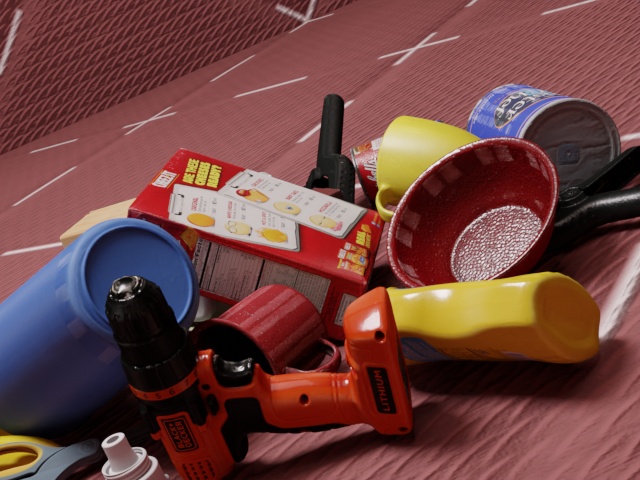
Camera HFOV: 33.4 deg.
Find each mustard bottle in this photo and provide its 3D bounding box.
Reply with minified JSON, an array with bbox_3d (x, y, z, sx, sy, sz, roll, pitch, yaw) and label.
[{"bbox_3d":[0.096,0.060,0.769,0.192,0.058,0.096,-8,-19,42],"label":"mustard bottle"}]

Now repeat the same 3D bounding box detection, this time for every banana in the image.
[{"bbox_3d":[-0.310,0.208,0.920,0.198,0.037,0.070,-26,44,-1],"label":"banana"}]

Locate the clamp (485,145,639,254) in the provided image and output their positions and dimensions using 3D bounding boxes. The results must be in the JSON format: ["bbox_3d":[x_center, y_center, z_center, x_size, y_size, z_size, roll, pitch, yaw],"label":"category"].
[{"bbox_3d":[0.231,-0.026,0.928,0.171,0.039,0.120,-29,15,0],"label":"clamp"}]

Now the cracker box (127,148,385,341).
[{"bbox_3d":[-0.056,0.001,0.973,0.213,0.072,0.164,17,24,2],"label":"cracker box"}]

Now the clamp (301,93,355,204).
[{"bbox_3d":[-0.001,-0.059,1.232,0.165,0.036,0.210,-62,23,27],"label":"clamp"}]

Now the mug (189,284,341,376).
[{"bbox_3d":[-0.037,0.088,0.852,0.117,0.093,0.081,8,28,33],"label":"mug"}]

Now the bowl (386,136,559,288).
[{"bbox_3d":[0.137,-0.009,0.905,0.162,0.055,0.162,-24,43,24],"label":"bowl"}]

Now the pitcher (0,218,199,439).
[{"bbox_3d":[-0.188,0.073,0.887,0.243,0.145,0.149,-35,19,50],"label":"pitcher"}]

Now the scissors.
[{"bbox_3d":[-0.194,0.186,0.859,0.202,0.016,0.096,-9,39,2],"label":"scissors"}]

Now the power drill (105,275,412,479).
[{"bbox_3d":[-0.038,0.086,0.729,0.188,0.184,0.057,-10,37,10],"label":"power drill"}]

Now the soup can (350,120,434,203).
[{"bbox_3d":[0.093,-0.091,1.228,0.102,0.068,0.068,-19,18,9],"label":"soup can"}]

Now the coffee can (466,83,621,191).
[{"bbox_3d":[0.213,-0.095,1.040,0.102,0.103,0.140,-24,18,-5],"label":"coffee can"}]
